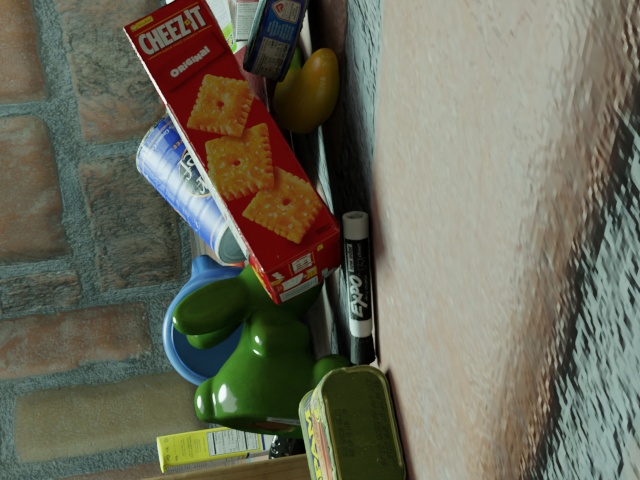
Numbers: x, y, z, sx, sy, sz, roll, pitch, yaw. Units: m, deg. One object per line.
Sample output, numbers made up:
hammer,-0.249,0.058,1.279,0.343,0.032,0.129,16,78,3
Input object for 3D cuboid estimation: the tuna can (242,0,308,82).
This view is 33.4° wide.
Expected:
tuna can,-0.036,-0.173,0.861,0.086,0.033,0.086,-165,90,-80

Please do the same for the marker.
marker,0.029,0.038,0.778,0.020,0.020,0.121,-120,24,-67

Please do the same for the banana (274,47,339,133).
banana,-0.015,-0.120,0.860,0.198,0.037,0.069,-136,38,-75

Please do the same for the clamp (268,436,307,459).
clamp,-0.024,0.208,1.073,0.164,0.036,0.210,-47,-25,-57

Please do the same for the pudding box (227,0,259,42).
pudding box,-0.079,-0.279,1.113,0.090,0.039,0.113,98,162,-57

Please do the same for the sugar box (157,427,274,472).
sugar box,-0.124,0.269,1.405,0.093,0.176,0.048,115,144,-73

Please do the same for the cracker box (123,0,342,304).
cracker box,-0.061,-0.066,0.836,0.214,0.072,0.164,60,176,11

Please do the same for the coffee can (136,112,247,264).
coffee can,-0.106,-0.060,1.093,0.140,0.102,0.103,45,155,23

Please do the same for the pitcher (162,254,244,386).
pitcher,-0.097,0.101,1.124,0.243,0.149,0.145,151,143,-87

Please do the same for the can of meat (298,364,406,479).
can of meat,0.024,0.148,0.785,0.084,0.057,0.102,115,146,-68
